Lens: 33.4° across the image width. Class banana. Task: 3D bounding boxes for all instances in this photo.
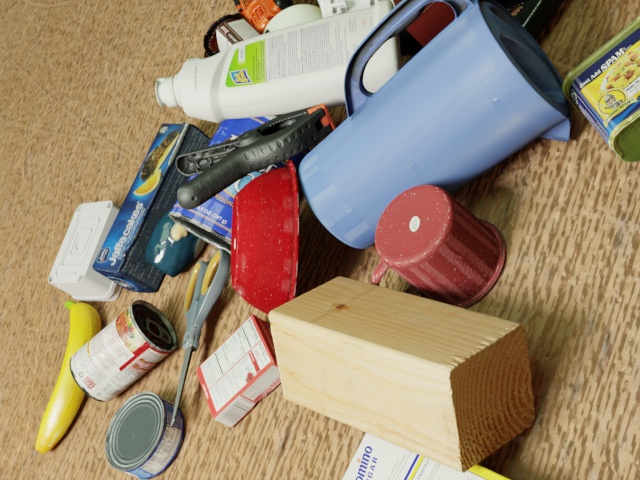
[{"bbox_3d":[-0.289,0.149,1.244,0.070,0.037,0.197,-36,39,46],"label":"banana"}]

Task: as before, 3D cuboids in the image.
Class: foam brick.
[{"bbox_3d":[0.110,-0.230,1.057,0.053,0.051,0.078,-39,35,20],"label":"foam brick"}]

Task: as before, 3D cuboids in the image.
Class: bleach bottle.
[{"bbox_3d":[-0.044,-0.175,1.088,0.251,0.068,0.102,-8,55,9],"label":"bleach bottle"}]

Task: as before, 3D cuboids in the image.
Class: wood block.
[{"bbox_3d":[0.062,0.101,0.871,0.090,0.090,0.206,-25,25,-35],"label":"wood block"}]

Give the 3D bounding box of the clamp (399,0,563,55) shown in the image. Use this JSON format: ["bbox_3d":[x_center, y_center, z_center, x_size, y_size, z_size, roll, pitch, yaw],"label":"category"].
[{"bbox_3d":[0.151,-0.204,1.067,0.210,0.036,0.164,-40,43,22],"label":"clamp"}]

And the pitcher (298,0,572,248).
[{"bbox_3d":[0.091,-0.107,0.972,0.243,0.144,0.149,-37,56,26],"label":"pitcher"}]

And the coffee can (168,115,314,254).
[{"bbox_3d":[-0.084,-0.063,1.142,0.103,0.102,0.140,19,77,49],"label":"coffee can"}]

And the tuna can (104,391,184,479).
[{"bbox_3d":[-0.181,0.202,1.103,0.086,0.033,0.086,-24,48,30],"label":"tuna can"}]

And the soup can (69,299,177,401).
[{"bbox_3d":[-0.216,0.122,1.166,0.102,0.068,0.068,-39,42,17],"label":"soup can"}]

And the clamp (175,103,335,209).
[{"bbox_3d":[-0.072,-0.090,1.054,0.171,0.039,0.120,-25,29,-7],"label":"clamp"}]

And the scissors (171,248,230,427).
[{"bbox_3d":[-0.125,0.089,1.110,0.096,0.016,0.201,-49,28,36],"label":"scissors"}]

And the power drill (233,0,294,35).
[{"bbox_3d":[-0.036,-0.340,1.245,0.188,0.057,0.184,-51,42,27],"label":"power drill"}]

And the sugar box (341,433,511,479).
[{"bbox_3d":[0.090,0.210,0.829,0.177,0.048,0.093,17,75,52],"label":"sugar box"}]

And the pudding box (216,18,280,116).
[{"bbox_3d":[-0.081,-0.185,1.222,0.039,0.113,0.090,-21,39,-17],"label":"pudding box"}]

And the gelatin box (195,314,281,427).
[{"bbox_3d":[-0.077,0.129,1.057,0.089,0.030,0.073,-44,40,12],"label":"gelatin box"}]

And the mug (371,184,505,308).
[{"bbox_3d":[0.093,0.011,0.937,0.117,0.081,0.093,-42,42,14],"label":"mug"}]

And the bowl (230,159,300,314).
[{"bbox_3d":[-0.057,0.001,1.035,0.162,0.055,0.162,-179,90,-82],"label":"bowl"}]
